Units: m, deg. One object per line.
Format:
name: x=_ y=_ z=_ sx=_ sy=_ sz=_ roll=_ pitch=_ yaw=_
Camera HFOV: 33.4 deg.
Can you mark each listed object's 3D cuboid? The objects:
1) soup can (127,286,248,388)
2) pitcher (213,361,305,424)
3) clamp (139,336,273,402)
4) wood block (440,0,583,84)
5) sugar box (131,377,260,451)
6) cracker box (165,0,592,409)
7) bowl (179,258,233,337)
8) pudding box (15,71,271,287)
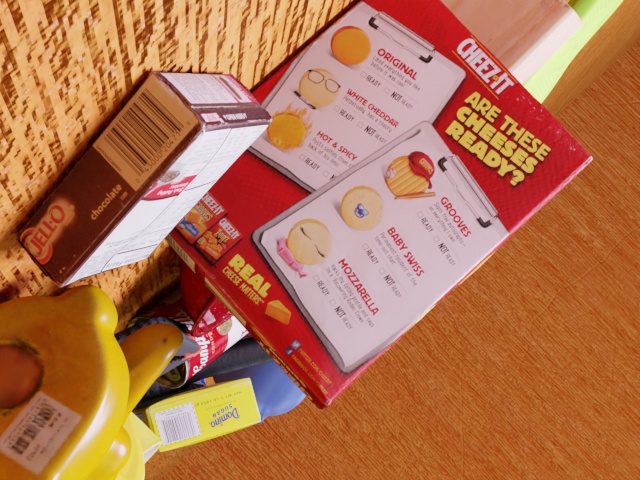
soup can: x=-0.104 y=0.070 z=0.904 sx=0.102 sy=0.068 sz=0.069 roll=-36 pitch=170 yaw=-42
pitcher: x=-0.038 y=0.099 z=1.247 sx=0.144 sy=0.149 sz=0.243 roll=-25 pitch=165 yaw=-28
clamp: x=-0.137 y=0.118 z=0.975 sx=0.209 sy=0.036 sz=0.165 roll=-16 pitch=-177 yaw=-31
wood block: x=0.075 y=-0.112 z=0.750 sx=0.206 sy=0.090 sz=0.090 roll=-45 pitch=173 yaw=17
sugar box: x=-0.118 y=0.161 z=0.976 sx=0.093 sy=0.048 sz=0.176 roll=-14 pitch=172 yaw=-16
cracker box: x=0.025 y=-0.030 z=0.639 sx=0.213 sy=0.164 sz=0.072 roll=-42 pitch=174 yaw=-10
bowl: x=-0.055 y=0.001 z=0.823 sx=0.162 sy=0.055 sz=0.162 roll=-43 pitch=173 yaw=-7
pudding box: x=-0.085 y=-0.032 z=0.529 sx=0.114 sy=0.039 sz=0.090 roll=-44 pitch=174 yaw=19
